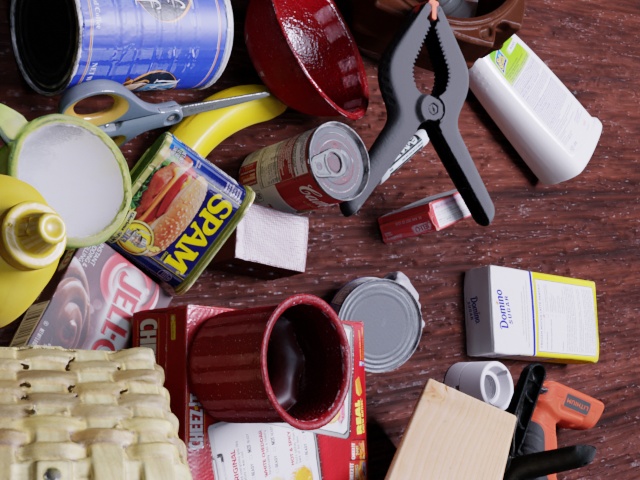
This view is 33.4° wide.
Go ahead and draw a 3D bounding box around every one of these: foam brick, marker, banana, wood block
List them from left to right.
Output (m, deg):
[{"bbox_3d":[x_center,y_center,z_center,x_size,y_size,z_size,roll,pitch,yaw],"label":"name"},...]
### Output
[{"bbox_3d":[-0.094,-0.086,0.913,0.197,0.037,0.069,-52,141,-33],"label":"banana"},{"bbox_3d":[-0.056,0.001,0.912,0.078,0.053,0.051,13,71,-38],"label":"foam brick"},{"bbox_3d":[0.087,-0.092,1.083,0.120,0.020,0.020,-41,107,-39],"label":"marker"},{"bbox_3d":[0.097,0.216,0.901,0.091,0.090,0.205,22,25,8],"label":"wood block"}]

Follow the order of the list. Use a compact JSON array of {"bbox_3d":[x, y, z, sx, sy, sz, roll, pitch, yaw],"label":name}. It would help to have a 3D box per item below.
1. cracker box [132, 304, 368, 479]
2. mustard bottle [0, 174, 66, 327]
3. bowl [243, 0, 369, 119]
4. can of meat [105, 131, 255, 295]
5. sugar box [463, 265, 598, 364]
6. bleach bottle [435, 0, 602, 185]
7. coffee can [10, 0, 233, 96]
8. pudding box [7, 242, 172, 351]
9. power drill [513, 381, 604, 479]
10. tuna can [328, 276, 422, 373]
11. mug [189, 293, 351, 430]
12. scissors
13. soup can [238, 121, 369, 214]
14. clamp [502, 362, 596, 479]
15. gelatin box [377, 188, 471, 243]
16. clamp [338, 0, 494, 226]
[{"bbox_3d":[-0.051,0.140,0.849,0.213,0.072,0.164,10,76,-49],"label":"cracker box"},{"bbox_3d":[-0.215,0.009,0.675,0.058,0.192,0.096,17,69,-38],"label":"mustard bottle"},{"bbox_3d":[-0.020,-0.172,0.960,0.162,0.055,0.162,46,30,-38],"label":"bowl"},{"bbox_3d":[-0.116,-0.023,0.834,0.084,0.057,0.102,36,94,-18],"label":"can of meat"},{"bbox_3d":[0.229,0.083,1.150,0.175,0.048,0.093,9,74,-36],"label":"sugar box"},{"bbox_3d":[0.211,-0.182,1.186,0.250,0.068,0.102,47,51,-20],"label":"bleach bottle"},{"bbox_3d":[-0.153,-0.166,0.831,0.140,0.103,0.103,-10,87,-42],"label":"coffee can"},{"bbox_3d":[-0.173,0.064,0.802,0.090,0.039,0.113,41,57,-29],"label":"pudding box"},{"bbox_3d":[0.251,0.253,1.120,0.184,0.058,0.187,26,64,-34],"label":"power drill"},{"bbox_3d":[0.048,0.076,0.979,0.086,0.034,0.086,-1,94,-22],"label":"tuna can"},{"bbox_3d":[-0.030,0.092,0.760,0.117,0.082,0.093,33,59,-41],"label":"mug"},{"bbox_3d":[-0.125,-0.108,0.830,0.201,0.096,0.016,-24,66,-20],"label":"scissors"},{"bbox_3d":[-0.016,-0.058,0.927,0.068,0.102,0.068,11,73,-40],"label":"soup can"},{"bbox_3d":[0.184,0.212,1.005,0.039,0.120,0.171,24,107,-27],"label":"clamp"},{"bbox_3d":[0.112,-0.027,1.052,0.089,0.073,0.030,-23,95,-42],"label":"gelatin box"},{"bbox_3d":[0.085,-0.113,0.970,0.164,0.036,0.210,-5,92,-30],"label":"clamp"}]
